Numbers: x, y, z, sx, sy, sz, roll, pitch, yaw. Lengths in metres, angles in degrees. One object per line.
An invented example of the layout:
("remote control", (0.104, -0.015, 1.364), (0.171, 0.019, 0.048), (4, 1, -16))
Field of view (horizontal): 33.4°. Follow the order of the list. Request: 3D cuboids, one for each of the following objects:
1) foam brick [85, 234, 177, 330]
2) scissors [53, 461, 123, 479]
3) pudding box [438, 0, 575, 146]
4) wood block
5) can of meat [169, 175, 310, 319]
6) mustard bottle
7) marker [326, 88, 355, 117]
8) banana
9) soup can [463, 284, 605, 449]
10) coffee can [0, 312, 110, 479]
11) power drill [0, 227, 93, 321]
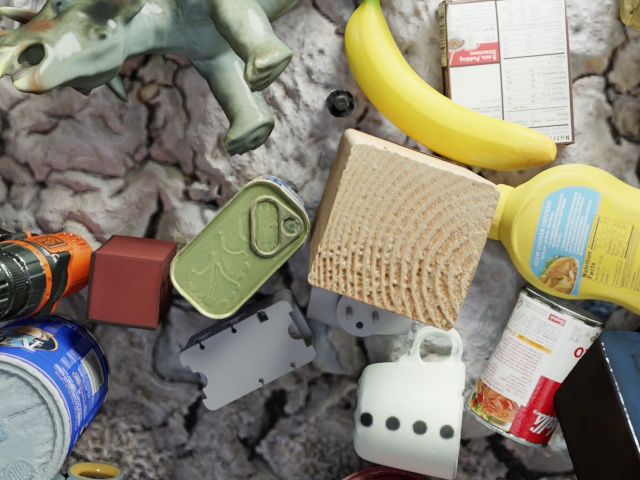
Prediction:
("foam brick", (-0.136, 0.030, 0.779), (0.051, 0.078, 0.053), (6, 100, -1))
("scissors", (-0.173, 0.183, 0.751), (0.096, 0.202, 0.016), (9, 93, -24))
("pudding box", (0.135, -0.121, 0.773), (0.090, 0.039, 0.113), (-5, 100, 2))
("wood block", (0.047, -0.017, 0.704), (0.091, 0.206, 0.090), (18, 98, -2))
("can of meat", (-0.055, 0.001, 0.770), (0.057, 0.084, 0.102), (44, 96, -5))
("mustard bottle", (0.193, -0.002, 0.760), (0.192, 0.058, 0.096), (16, 113, 21))
("marker", (0.013, -0.095, 0.736), (0.020, 0.121, 0.020), (0, 98, 0))
("banana", (0.076, -0.103, 0.747), (0.198, 0.037, 0.070), (48, 125, 21))
("soup can", (0.158, 0.092, 0.789), (0.068, 0.068, 0.102), (24, 97, -3))
("coffee can", (-0.214, 0.115, 0.760), (0.103, 0.140, 0.103), (0, 98, 0))
("power drill", (-0.264, 0.000, 0.733), (0.188, 0.184, 0.057), (24, 97, 7))
